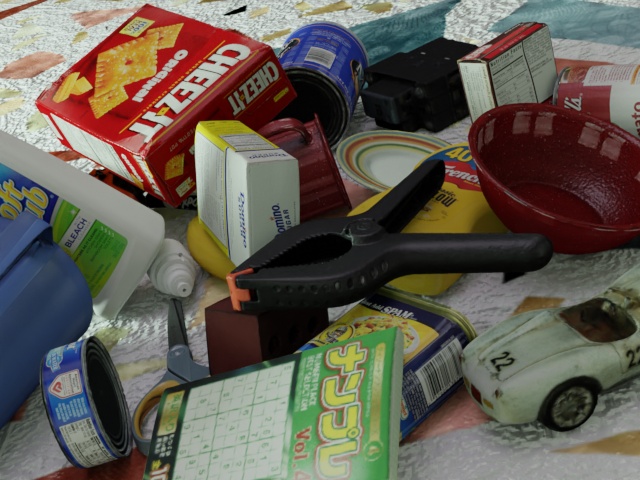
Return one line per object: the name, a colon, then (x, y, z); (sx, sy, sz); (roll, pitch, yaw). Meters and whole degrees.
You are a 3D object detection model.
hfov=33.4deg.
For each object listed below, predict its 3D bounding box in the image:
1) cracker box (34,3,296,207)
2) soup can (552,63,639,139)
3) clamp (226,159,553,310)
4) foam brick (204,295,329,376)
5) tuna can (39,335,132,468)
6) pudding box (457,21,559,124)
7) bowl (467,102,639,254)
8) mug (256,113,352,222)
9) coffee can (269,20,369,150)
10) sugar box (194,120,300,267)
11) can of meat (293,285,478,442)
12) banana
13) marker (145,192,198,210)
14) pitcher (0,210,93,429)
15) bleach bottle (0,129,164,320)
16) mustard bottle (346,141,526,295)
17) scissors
cracker box: (-0.155, -0.139, 1.029); (0.164, 0.072, 0.214); (-45, 43, -18)
soup can: (0.266, -0.121, 0.941); (0.102, 0.068, 0.068); (4, 34, 34)
clamp: (0.034, 0.000, 0.749); (0.210, 0.036, 0.165); (-15, 28, -9)
foam brick: (-0.037, 0.064, 0.760); (0.051, 0.053, 0.078); (7, 19, 37)
tuna can: (-0.159, 0.110, 0.726); (0.034, 0.086, 0.086); (-18, 27, 1)
pudding box: (0.174, -0.127, 0.955); (0.089, 0.113, 0.039); (-33, 27, -31)
bowl: (0.183, -0.039, 0.808); (0.162, 0.055, 0.162); (8, 39, -7)
mug: (-0.028, -0.064, 0.957); (0.081, 0.117, 0.093); (-20, 55, 3)
coffee can: (-0.008, -0.163, 1.139); (0.103, 0.103, 0.140); (-8, 28, 16)
sugar box: (-0.060, -0.036, 0.845); (0.048, 0.093, 0.176); (-7, 18, -19)
can of meat: (0.042, 0.081, 0.700); (0.083, 0.057, 0.102); (-36, 32, -28)
banana: (-0.074, 0.007, 0.926); (0.069, 0.037, 0.198); (-25, 28, -13)
marker: (-0.129, -0.040, 1.066); (0.121, 0.020, 0.020); (4, 34, 36)
pitcher: (-0.274, 0.092, 0.771); (0.145, 0.149, 0.242); (-4, 33, 23)
bleach bottle: (-0.257, -0.033, 0.869); (0.103, 0.250, 0.068); (-54, 22, 18)
mustard bottle: (0.112, -0.033, 0.869); (0.096, 0.058, 0.191); (26, 46, 31)
scissors: (-0.089, 0.090, 0.802); (0.096, 0.016, 0.201); (-9, 28, 11)
